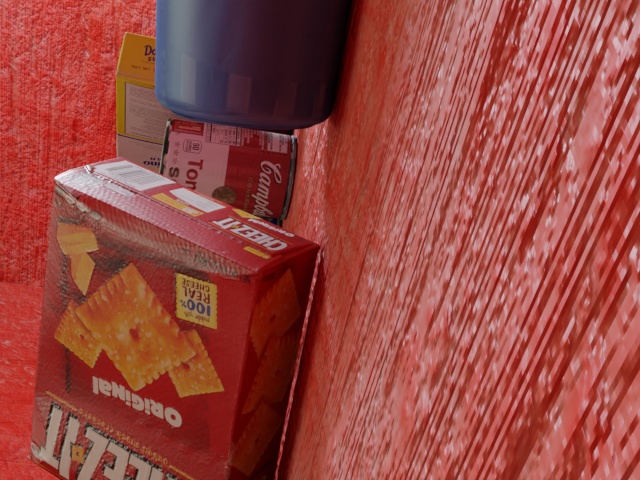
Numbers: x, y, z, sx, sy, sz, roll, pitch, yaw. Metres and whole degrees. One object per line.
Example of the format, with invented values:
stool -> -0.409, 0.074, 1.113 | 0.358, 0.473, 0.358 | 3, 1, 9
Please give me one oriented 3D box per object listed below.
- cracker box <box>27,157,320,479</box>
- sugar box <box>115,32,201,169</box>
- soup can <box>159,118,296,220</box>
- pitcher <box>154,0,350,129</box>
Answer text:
cracker box -> -0.101, 0.076, 0.673 | 0.071, 0.164, 0.214 | -23, -50, -53
sugar box -> -0.125, -0.110, 0.909 | 0.176, 0.093, 0.048 | 123, 156, -71
soup can -> -0.074, -0.057, 0.841 | 0.068, 0.102, 0.068 | -173, 90, -82
pitcher -> -0.039, -0.194, 0.625 | 0.149, 0.145, 0.243 | -39, -43, -70
